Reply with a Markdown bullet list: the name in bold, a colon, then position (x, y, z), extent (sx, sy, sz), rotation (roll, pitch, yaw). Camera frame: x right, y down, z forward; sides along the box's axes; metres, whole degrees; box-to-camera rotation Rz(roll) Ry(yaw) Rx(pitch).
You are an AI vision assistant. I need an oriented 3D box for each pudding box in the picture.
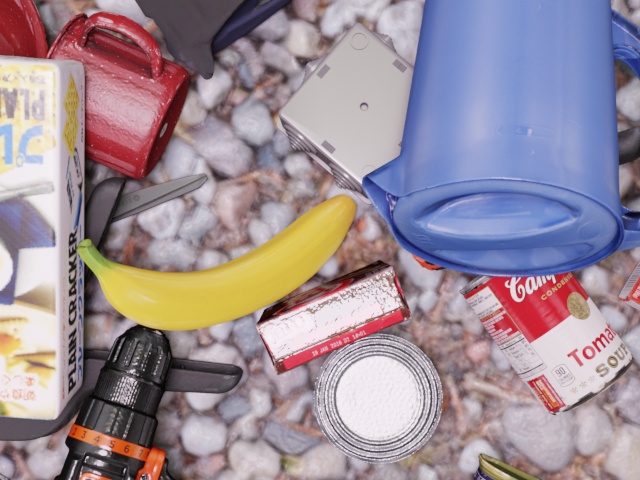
- **pudding box**: position (0.008, 0.047, 0.683), extent (0.090, 0.113, 0.039), rotation (-22, 89, 0)

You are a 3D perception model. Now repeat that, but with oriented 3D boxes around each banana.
- **banana**: position (-0.058, 0.019, 0.695), extent (0.197, 0.037, 0.070), rotation (-12, 114, -30)

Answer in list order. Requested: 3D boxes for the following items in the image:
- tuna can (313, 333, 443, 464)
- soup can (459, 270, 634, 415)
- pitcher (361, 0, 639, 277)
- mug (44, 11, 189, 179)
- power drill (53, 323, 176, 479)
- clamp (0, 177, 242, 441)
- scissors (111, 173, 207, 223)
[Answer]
- **tuna can**: position (0.038, 0.105, 0.718), extent (0.086, 0.034, 0.086), rotation (0, 86, 2)
- **soup can**: position (0.148, 0.055, 0.701), extent (0.068, 0.068, 0.102), rotation (-35, 86, -1)
- **pitcher**: position (0.128, -0.106, 0.651), extent (0.145, 0.149, 0.243), rotation (-13, 59, 40)
- **mug**: position (-0.135, -0.100, 0.702), extent (0.081, 0.117, 0.093), rotation (24, 46, -2)
- **power drill**: position (-0.076, 0.165, 0.684), extent (0.187, 0.057, 0.184), rotation (21, 79, -10)
- **clamp**: position (-0.168, 0.081, 0.722), extent (0.210, 0.036, 0.164), rotation (-37, 97, 4)
- **scissors**: position (-0.175, 0.009, 0.740), extent (0.202, 0.016, 0.096), rotation (-5, 88, 2)
